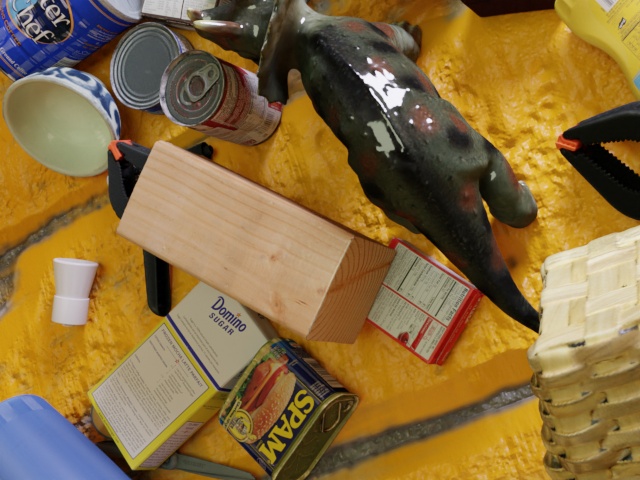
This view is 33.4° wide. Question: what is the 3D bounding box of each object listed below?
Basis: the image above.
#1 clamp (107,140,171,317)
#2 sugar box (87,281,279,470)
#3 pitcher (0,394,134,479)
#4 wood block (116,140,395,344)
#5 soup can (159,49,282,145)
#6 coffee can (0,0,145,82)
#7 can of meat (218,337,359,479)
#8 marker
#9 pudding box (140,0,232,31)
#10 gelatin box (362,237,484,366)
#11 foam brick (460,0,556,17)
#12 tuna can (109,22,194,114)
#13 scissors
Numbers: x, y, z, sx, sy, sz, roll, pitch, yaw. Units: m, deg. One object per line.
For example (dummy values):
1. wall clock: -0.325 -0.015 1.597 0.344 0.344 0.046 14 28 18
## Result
1. clamp: -0.156 -0.016 1.013 0.120 0.039 0.171 -43 75 14
2. sugar box: -0.124 0.119 0.976 0.176 0.048 0.093 -42 66 9
3. pitcher: -0.223 0.260 0.972 0.243 0.144 0.149 38 94 24
4. wood block: -0.056 0.000 0.894 0.206 0.090 0.090 26 94 27
5. soup can: -0.087 -0.126 0.958 0.069 0.102 0.068 -4 82 29
6. coffee can: -0.256 -0.228 1.064 0.140 0.102 0.103 -29 71 23
7. can of meat: -0.030 0.146 0.922 0.084 0.057 0.102 41 104 29
8. marker: -0.155 -0.072 1.037 0.121 0.020 0.020 -15 77 26
9. pudding box: -0.117 -0.259 1.028 0.090 0.039 0.113 15 90 29
10. gelatin box: 0.081 0.051 0.887 0.089 0.030 0.073 34 99 28
11. foam brick: 0.156 -0.216 0.862 0.078 0.052 0.051 0 84 28
12. tuna can: -0.162 -0.167 1.044 0.086 0.033 0.086 -4 82 28
13. scissors: -0.150 0.187 1.006 0.202 0.016 0.096 -12 79 27
